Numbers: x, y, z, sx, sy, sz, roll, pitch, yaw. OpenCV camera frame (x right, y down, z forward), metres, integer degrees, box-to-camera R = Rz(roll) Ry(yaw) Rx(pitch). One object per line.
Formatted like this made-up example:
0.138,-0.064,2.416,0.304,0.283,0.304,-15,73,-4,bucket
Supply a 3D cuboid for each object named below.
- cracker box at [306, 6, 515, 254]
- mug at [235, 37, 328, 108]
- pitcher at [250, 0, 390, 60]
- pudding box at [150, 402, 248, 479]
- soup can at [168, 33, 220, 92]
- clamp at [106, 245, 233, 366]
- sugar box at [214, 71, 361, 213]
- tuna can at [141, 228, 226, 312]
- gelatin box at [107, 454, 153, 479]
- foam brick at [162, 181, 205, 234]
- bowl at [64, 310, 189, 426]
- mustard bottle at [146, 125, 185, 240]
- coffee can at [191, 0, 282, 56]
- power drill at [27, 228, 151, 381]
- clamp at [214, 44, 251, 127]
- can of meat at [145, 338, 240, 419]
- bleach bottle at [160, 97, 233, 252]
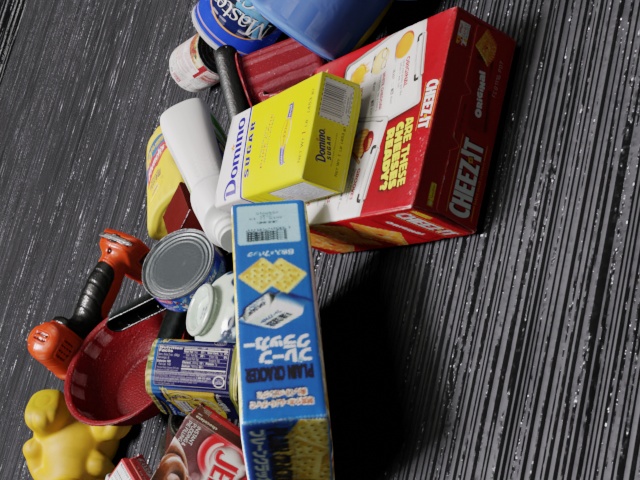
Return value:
0.057,-0.080,0.881,0.214,0.072,0.164,-9,64,59,cracker box
-0.029,-0.152,1.040,0.081,0.093,0.117,-20,14,6,mug
0.052,-0.277,0.939,0.243,0.144,0.149,-54,24,14,pitcher
-0.099,0.214,0.944,0.114,0.090,0.039,-60,-8,21,pudding box
-0.147,-0.234,1.375,0.102,0.068,0.068,-11,62,60,soup can
-0.161,0.059,1.165,0.120,0.039,0.171,25,72,39,clamp
-0.032,-0.077,0.911,0.177,0.048,0.093,-12,64,58,sugar box
-0.143,0.032,1.123,0.086,0.033,0.086,-14,53,19,tuna can
-0.199,0.281,1.122,0.073,0.030,0.089,53,123,26,gelatin box
-0.145,-0.024,1.241,0.051,0.052,0.078,-60,28,18,foam brick
-0.202,0.147,1.184,0.162,0.055,0.162,-19,44,19,bowl
-0.190,-0.091,1.366,0.096,0.058,0.191,-57,28,33,mustard bottle
-0.071,-0.289,1.231,0.140,0.102,0.103,-49,33,35,coffee can
-0.256,0.095,1.293,0.057,0.184,0.187,16,69,26,power drill
-0.072,-0.091,1.067,0.210,0.036,0.164,-109,6,-57,clamp
-0.108,0.128,0.982,0.102,0.084,0.057,80,-166,-63,can of meat
-0.116,-0.060,1.162,0.068,0.102,0.251,-26,36,-1,bleach bottle
